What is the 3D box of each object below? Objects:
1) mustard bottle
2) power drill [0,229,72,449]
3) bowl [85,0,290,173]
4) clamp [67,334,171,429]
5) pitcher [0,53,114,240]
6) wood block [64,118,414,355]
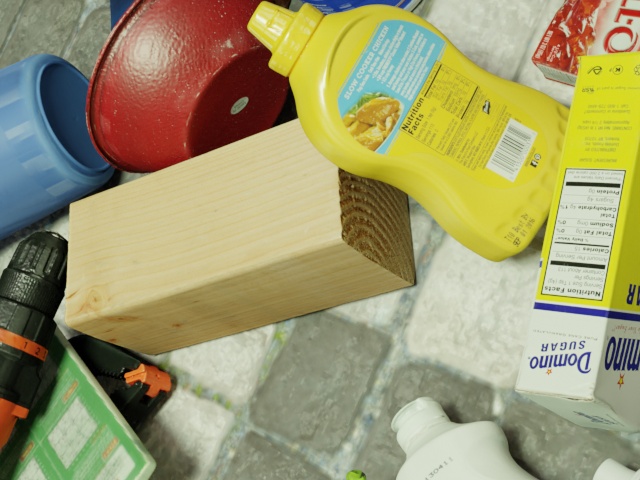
[{"bbox_3d":[0.045,-0.074,0.591,0.191,0.058,0.096,31,73,-6],"label":"mustard bottle"},{"bbox_3d":[-0.251,0.078,0.737,0.188,0.057,0.184,-1,62,51],"label":"power drill"},{"bbox_3d":[-0.070,-0.098,0.691,0.055,0.162,0.162,39,94,26],"label":"bowl"},{"bbox_3d":[-0.197,0.112,0.762,0.210,0.036,0.164,-26,58,25],"label":"clamp"},{"bbox_3d":[-0.282,-0.057,0.839,0.243,0.144,0.149,-21,75,21],"label":"pitcher"},{"bbox_3d":[-0.054,0.001,0.679,0.206,0.090,0.091,-18,62,28],"label":"wood block"}]
